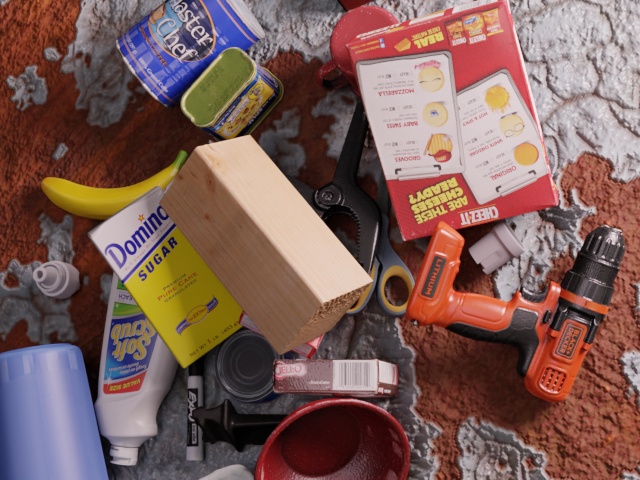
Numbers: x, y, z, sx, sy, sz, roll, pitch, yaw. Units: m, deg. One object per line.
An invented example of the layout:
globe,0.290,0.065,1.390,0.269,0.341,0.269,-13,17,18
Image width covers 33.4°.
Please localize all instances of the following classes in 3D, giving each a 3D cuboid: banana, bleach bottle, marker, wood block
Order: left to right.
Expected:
banana,-0.244,-0.056,1.266,0.198,0.037,0.069,-9,60,16
bleach bottle,-0.196,0.126,1.200,0.103,0.068,0.251,5,84,21
marker,-0.139,0.184,1.192,0.020,0.020,0.121,-4,78,18
wood block,-0.058,0.002,1.089,0.206,0.090,0.090,50,127,15

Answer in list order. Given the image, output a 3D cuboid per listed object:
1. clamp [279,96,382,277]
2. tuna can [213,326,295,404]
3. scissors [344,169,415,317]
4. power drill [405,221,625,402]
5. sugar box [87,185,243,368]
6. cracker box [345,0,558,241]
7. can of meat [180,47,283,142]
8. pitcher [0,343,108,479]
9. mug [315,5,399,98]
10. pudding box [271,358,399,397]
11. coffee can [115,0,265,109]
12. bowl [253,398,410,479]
clamp,0.016,-0.050,1.145,0.164,0.036,0.210,-28,72,-3
tuna can,-0.073,0.136,1.171,0.086,0.033,0.086,-4,79,18
scissors,0.079,-0.004,1.153,0.096,0.016,0.201,24,77,5
power drill,0.191,0.048,1.059,0.188,0.057,0.184,21,94,7
sugar box,-0.162,0.039,1.143,0.093,0.048,0.176,-36,101,-10
cracker box,0.135,-0.124,1.083,0.164,0.072,0.213,-13,107,17
can of meat,-0.101,-0.162,1.209,0.057,0.083,0.102,44,95,20
pitcher,-0.305,0.243,1.172,0.149,0.145,0.243,-12,81,8
mug,0.048,-0.200,1.167,0.117,0.081,0.093,-24,73,13
pudding box,0.017,0.143,1.109,0.114,0.090,0.039,0,81,18
coffee can,-0.150,-0.234,1.229,0.140,0.102,0.103,-36,71,9
bowl,0.007,0.220,1.091,0.162,0.162,0.055,-44,26,6
